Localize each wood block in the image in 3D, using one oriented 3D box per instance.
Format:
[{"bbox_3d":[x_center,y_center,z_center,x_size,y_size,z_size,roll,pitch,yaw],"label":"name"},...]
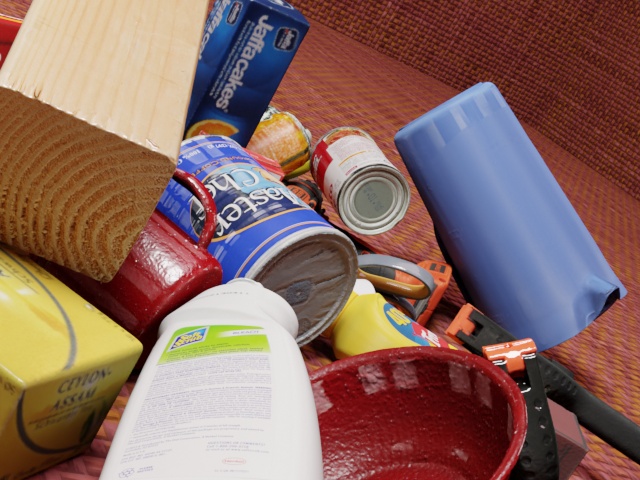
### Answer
[{"bbox_3d":[-0.122,-0.089,0.578,0.090,0.090,0.206,24,37,-17],"label":"wood block"}]

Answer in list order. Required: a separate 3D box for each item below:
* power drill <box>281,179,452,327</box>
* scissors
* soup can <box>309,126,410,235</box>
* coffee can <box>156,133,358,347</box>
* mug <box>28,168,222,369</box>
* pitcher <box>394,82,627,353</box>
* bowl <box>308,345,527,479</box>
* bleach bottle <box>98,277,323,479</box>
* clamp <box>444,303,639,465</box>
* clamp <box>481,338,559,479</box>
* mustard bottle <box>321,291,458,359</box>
[{"bbox_3d":[0.029,0.006,0.994,0.187,0.057,0.184,28,15,3],"label":"power drill"},{"bbox_3d":[0.000,0.031,0.904,0.202,0.096,0.016,9,51,20],"label":"scissors"},{"bbox_3d":[0.035,-0.054,0.956,0.068,0.068,0.102,23,17,-23],"label":"soup can"},{"bbox_3d":[-0.055,0.001,0.765,0.102,0.103,0.140,12,23,-48],"label":"coffee can"},{"bbox_3d":[-0.105,0.012,0.627,0.081,0.117,0.093,39,5,14],"label":"mug"},{"bbox_3d":[0.166,-0.018,1.008,0.243,0.149,0.145,60,17,-2],"label":"pitcher"},{"bbox_3d":[0.029,0.120,0.532,0.162,0.162,0.055,-112,-177,-66],"label":"bowl"},{"bbox_3d":[-0.042,0.081,0.522,0.102,0.068,0.250,-3,22,3],"label":"bleach bottle"},{"bbox_3d":[0.185,0.117,0.829,0.209,0.036,0.165,36,-4,-29],"label":"clamp"},{"bbox_3d":[0.113,0.138,0.584,0.039,0.171,0.120,-17,33,-8],"label":"clamp"},{"bbox_3d":[0.070,0.091,0.787,0.192,0.058,0.096,32,6,12],"label":"mustard bottle"}]
